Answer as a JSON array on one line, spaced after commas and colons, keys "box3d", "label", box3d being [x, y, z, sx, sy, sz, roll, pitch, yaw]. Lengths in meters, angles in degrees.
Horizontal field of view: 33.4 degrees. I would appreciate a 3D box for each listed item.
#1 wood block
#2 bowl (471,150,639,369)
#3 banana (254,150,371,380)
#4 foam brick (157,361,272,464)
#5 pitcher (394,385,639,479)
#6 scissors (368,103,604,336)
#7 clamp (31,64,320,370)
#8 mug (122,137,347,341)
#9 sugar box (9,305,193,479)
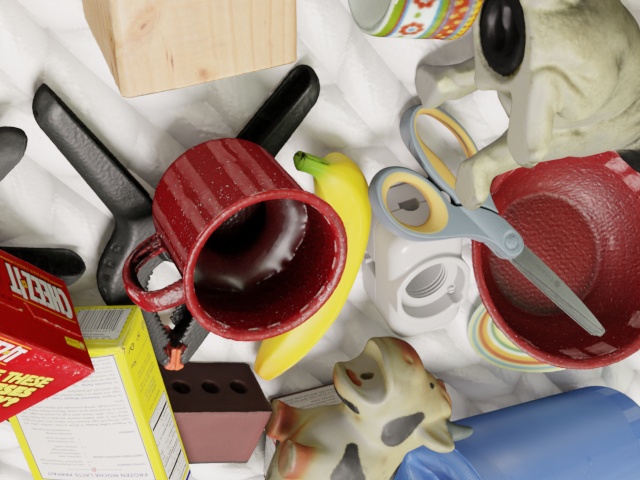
[{"box3d": [-0.066, -0.180, 0.471, 0.090, 0.091, 0.206, -15, 132, -17], "label": "wood block"}, {"box3d": [0.170, 0.008, 0.747, 0.162, 0.055, 0.162, 1, 86, -16], "label": "bowl"}, {"box3d": [-0.003, 0.013, 0.703, 0.069, 0.037, 0.198, -9, 133, -23], "label": "banana"}, {"box3d": [-0.084, 0.119, 0.740, 0.078, 0.053, 0.051, 4, 124, -32], "label": "foam brick"}, {"box3d": [0.167, 0.202, 0.854, 0.242, 0.145, 0.149, -9, 125, -41], "label": "pitcher"}, {"box3d": [0.103, 0.007, 0.682, 0.096, 0.016, 0.201, -38, 100, -26], "label": "scissors"}, {"box3d": [-0.095, -0.010, 0.635, 0.164, 0.036, 0.210, -1, 124, -26], "label": "clamp"}, {"box3d": [-0.054, 0.001, 0.586, 0.117, 0.082, 0.093, -29, 129, -9], "label": "mug"}, {"box3d": [-0.139, 0.123, 0.673, 0.093, 0.048, 0.176, -2, 125, 14], "label": "sugar box"}]
